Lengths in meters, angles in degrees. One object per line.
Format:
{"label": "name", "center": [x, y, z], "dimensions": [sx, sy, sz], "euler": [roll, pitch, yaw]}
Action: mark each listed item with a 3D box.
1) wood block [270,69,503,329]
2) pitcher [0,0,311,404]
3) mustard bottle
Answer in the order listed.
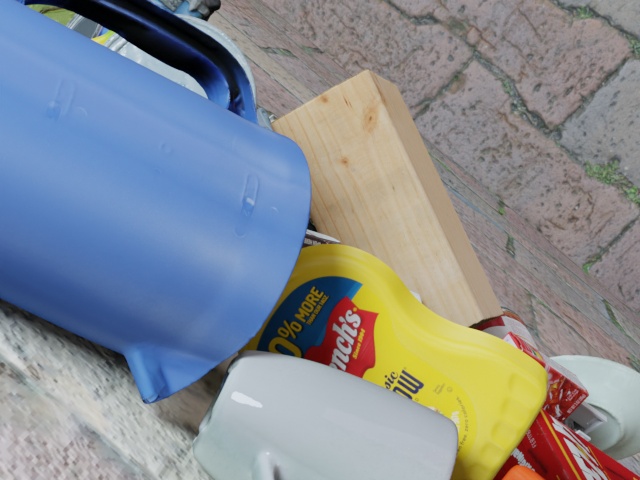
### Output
{"label": "wood block", "center": [0.053, -0.016, 0.831], "dimensions": [0.206, 0.090, 0.090], "euler": [66, 18, 9]}
{"label": "pitcher", "center": [-0.131, -0.048, 0.471], "dimensions": [0.242, 0.145, 0.149], "euler": [29, 15, -31]}
{"label": "mustard bottle", "center": [0.015, 0.057, 0.559], "dimensions": [0.191, 0.096, 0.058], "euler": [34, 17, 7]}
